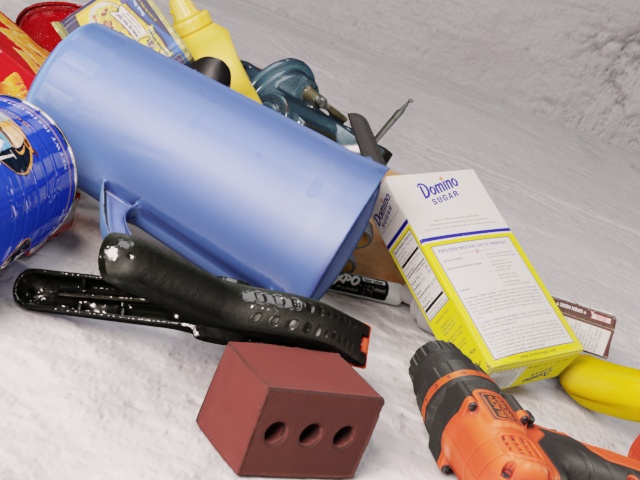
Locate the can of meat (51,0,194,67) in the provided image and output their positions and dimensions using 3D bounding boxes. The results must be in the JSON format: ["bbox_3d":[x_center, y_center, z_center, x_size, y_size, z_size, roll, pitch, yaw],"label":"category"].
[{"bbox_3d":[-0.169,-0.169,0.929,0.102,0.084,0.057,54,-3,10],"label":"can of meat"}]

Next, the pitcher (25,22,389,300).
[{"bbox_3d":[-0.088,-0.043,0.744,0.243,0.145,0.149,30,10,3],"label":"pitcher"}]

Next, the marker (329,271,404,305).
[{"bbox_3d":[0.013,0.033,0.861,0.121,0.020,0.020,13,18,-27],"label":"marker"}]

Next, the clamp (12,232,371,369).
[{"bbox_3d":[-0.066,0.040,0.617,0.209,0.036,0.165,18,-16,-34],"label":"clamp"}]

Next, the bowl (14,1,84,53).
[{"bbox_3d":[-0.225,-0.156,1.024,0.162,0.055,0.162,14,-25,7],"label":"bowl"}]

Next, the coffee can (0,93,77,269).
[{"bbox_3d":[-0.212,-0.026,0.614,0.103,0.103,0.140,22,16,0],"label":"coffee can"}]

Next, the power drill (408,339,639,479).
[{"bbox_3d":[0.153,0.129,0.668,0.187,0.057,0.184,15,17,-15],"label":"power drill"}]

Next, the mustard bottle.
[{"bbox_3d":[-0.091,-0.138,0.996,0.058,0.191,0.096,-28,16,-12],"label":"mustard bottle"}]

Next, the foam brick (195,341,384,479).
[{"bbox_3d":[-0.016,0.091,0.574,0.078,0.053,0.051,10,20,-34],"label":"foam brick"}]

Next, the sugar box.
[{"bbox_3d":[0.114,0.027,0.810,0.093,0.048,0.176,-6,54,-32],"label":"sugar box"}]
